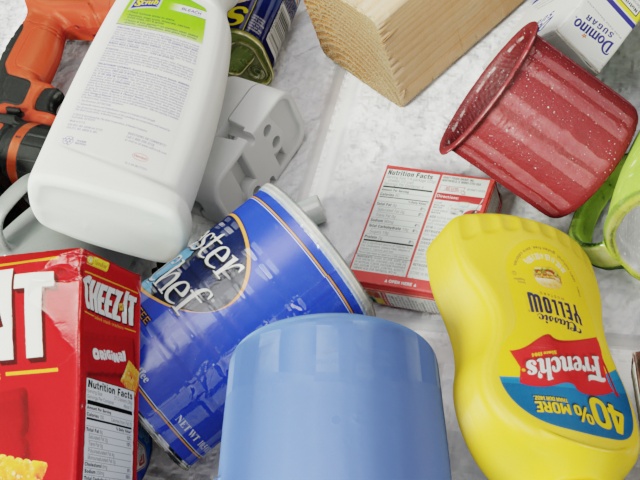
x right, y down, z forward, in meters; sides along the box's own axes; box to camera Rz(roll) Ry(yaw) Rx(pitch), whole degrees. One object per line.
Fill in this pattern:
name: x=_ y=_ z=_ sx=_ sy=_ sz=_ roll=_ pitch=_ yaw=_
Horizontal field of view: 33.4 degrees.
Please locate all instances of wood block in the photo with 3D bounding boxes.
wood block: x=0.093 y=-0.203 z=0.747 sx=0.206 sy=0.090 sz=0.090 roll=-42 pitch=55 yaw=-11

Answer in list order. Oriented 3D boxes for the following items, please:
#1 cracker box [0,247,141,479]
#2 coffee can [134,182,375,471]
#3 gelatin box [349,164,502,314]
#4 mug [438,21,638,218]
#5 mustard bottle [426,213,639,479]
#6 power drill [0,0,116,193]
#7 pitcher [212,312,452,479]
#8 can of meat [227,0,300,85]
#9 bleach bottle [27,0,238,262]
cracker box: x=-0.179 y=0.119 z=0.531 sx=0.164 sy=0.072 sz=0.213 roll=-6 pitch=73 yaw=16
coffee can: x=-0.054 y=0.049 z=0.619 sx=0.140 sy=0.102 sz=0.103 roll=-38 pitch=54 yaw=-8
gelatin box: x=0.065 y=-0.001 z=0.658 sx=0.073 sy=0.030 sz=0.089 roll=8 pitch=61 yaw=25
mug: x=0.127 y=-0.066 z=0.636 sx=0.081 sy=0.117 sz=0.093 roll=34 pitch=84 yaw=-6
mustard bottle: x=0.112 y=0.076 z=0.543 sx=0.096 sy=0.058 sz=0.191 roll=16 pitch=45 yaw=-23
power drill: x=-0.198 y=-0.119 z=0.810 sx=0.185 sy=0.057 sz=0.187 roll=11 pitch=61 yaw=21
pitcher: x=-0.004 y=0.160 z=0.489 sx=0.145 sy=0.149 sz=0.243 roll=-20 pitch=53 yaw=30
can of meat: x=-0.072 y=-0.166 z=0.800 sx=0.102 sy=0.057 sz=0.084 roll=6 pitch=57 yaw=23
bleach bottle: x=-0.099 y=-0.111 z=0.694 sx=0.102 sy=0.068 sz=0.250 roll=16 pitch=57 yaw=0
